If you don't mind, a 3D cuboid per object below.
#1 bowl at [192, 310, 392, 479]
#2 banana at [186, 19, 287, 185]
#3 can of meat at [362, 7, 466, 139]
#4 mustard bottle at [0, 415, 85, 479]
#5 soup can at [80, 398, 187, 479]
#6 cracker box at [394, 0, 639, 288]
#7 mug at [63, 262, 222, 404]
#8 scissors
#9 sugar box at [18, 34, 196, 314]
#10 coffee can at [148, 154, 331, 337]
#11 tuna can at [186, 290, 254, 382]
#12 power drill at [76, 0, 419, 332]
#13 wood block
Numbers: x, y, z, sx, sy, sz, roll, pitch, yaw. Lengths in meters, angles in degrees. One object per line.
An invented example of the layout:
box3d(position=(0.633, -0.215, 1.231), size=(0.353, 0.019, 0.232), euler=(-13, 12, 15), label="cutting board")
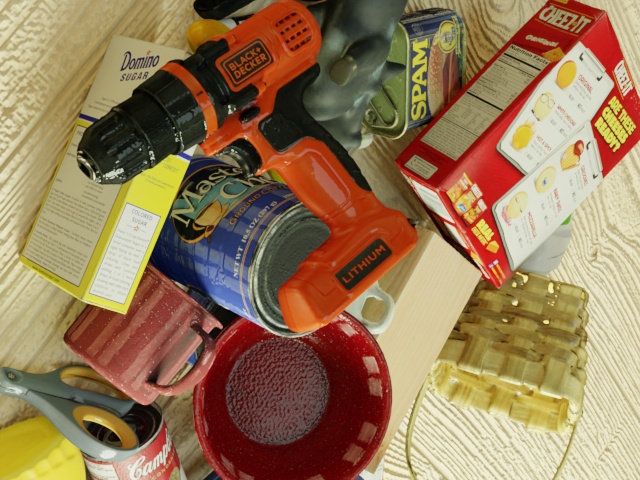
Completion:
box3d(position=(-0.027, 0.124, 0.849), size=(0.162, 0.055, 0.162), euler=(0, 90, -17), label="bowl")
box3d(position=(-0.053, -0.106, 0.804), size=(0.037, 0.070, 0.197), euler=(-25, 137, 5), label="banana")
box3d(position=(0.081, -0.148, 0.924), size=(0.083, 0.058, 0.102), euler=(-21, 120, -40), label="can of meat")
box3d(position=(-0.203, 0.227, 0.795), size=(0.096, 0.058, 0.191), euler=(-29, 125, -23), label="mustard bottle")
box3d(position=(-0.141, 0.182, 0.831), size=(0.068, 0.069, 0.102), euler=(-34, 127, -30), label="soup can")
box3d(position=(0.183, -0.087, 0.956), size=(0.213, 0.072, 0.164), euler=(-46, 136, -6), label="cracker box")
box3d(position=(-0.124, 0.071, 0.774), size=(0.081, 0.117, 0.093), euler=(-51, 145, -10), label="mug")
box3d(position=(-0.203, 0.112, 0.737), size=(0.201, 0.096, 0.016), euler=(15, 119, -48), label="scissors")
box3d(position=(-0.137, -0.048, 0.729), size=(0.048, 0.093, 0.176), euler=(27, 86, -46), label="sugar box")
box3d(position=(-0.055, 0.001, 0.791), size=(0.102, 0.141, 0.103), euler=(-17, 117, -38), label="coffee can")
box3d(position=(-0.077, 0.070, 0.873), size=(0.085, 0.034, 0.086), euler=(-17, 117, -38), label="tuna can")
box3d(position=(-0.037, -0.037, 0.674), size=(0.184, 0.057, 0.187), euler=(-38, 103, -24), label="power drill")
box3d(position=(0.044, 0.088, 0.955), size=(0.090, 0.090, 0.206), euler=(36, 80, -45), label="wood block")
